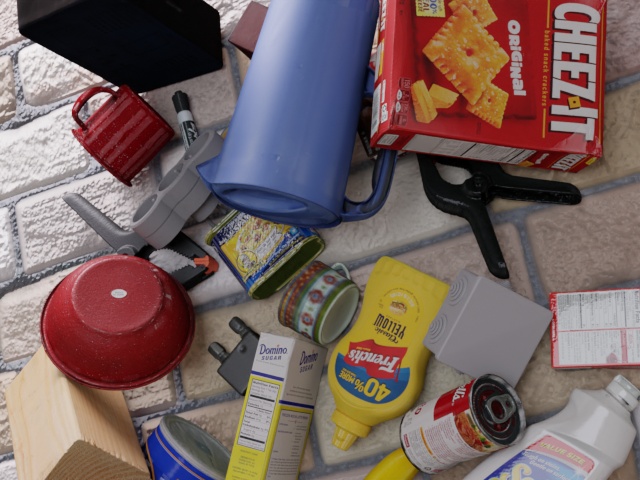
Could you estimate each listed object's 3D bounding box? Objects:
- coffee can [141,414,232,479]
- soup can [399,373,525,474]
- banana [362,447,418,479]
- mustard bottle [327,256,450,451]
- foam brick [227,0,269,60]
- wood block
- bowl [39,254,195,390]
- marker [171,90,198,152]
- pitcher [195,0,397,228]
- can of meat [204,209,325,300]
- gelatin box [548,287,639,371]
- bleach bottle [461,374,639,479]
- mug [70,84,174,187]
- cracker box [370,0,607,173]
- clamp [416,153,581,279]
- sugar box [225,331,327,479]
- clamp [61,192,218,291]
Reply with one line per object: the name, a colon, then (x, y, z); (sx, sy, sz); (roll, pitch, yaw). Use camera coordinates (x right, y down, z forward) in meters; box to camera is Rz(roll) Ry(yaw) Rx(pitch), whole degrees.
coffee can: (-0.160, 0.263, 1.086); (0.103, 0.102, 0.140); (39, 94, 24)
soup can: (0.130, 0.172, 0.989); (0.102, 0.068, 0.068); (-35, 64, 44)
banana: (0.048, 0.285, 1.034); (0.070, 0.037, 0.198); (14, 82, 25)
mustard bottle: (0.061, 0.119, 1.055); (0.096, 0.058, 0.191); (26, 89, 24)
foam brick: (-0.053, -0.217, 1.164); (0.051, 0.078, 0.053); (29, 90, 26)
wood block: (-0.252, 0.196, 1.088); (0.090, 0.090, 0.206); (-50, 30, 6)
bowl: (-0.208, 0.070, 1.094); (0.162, 0.055, 0.162); (5, 54, -6)
marker: (-0.148, -0.116, 1.211); (0.020, 0.020, 0.121); (-22, 71, 16)
pitcher: (-0.008, -0.137, 1.054); (0.145, 0.149, 0.243); (2, 73, 46)
can of meat: (-0.057, 0.001, 1.129); (0.102, 0.057, 0.084); (-42, 68, 8)
gelatin box: (0.261, 0.084, 0.998); (0.089, 0.030, 0.073); (-5, 75, 21)
bleach bottle: (0.193, 0.218, 0.979); (0.251, 0.068, 0.103); (-48, 67, 3)
mug: (-0.226, -0.127, 1.197); (0.081, 0.117, 0.093); (-45, 37, 2)
cracker box: (0.161, -0.162, 1.017); (0.213, 0.072, 0.164); (6, 79, -10)
clamp: (0.169, -0.052, 1.059); (0.120, 0.039, 0.172); (-34, 62, -13)
sugar box: (-0.046, 0.184, 1.064); (0.048, 0.093, 0.176); (8, 80, 22)
clamp: (-0.216, 0.016, 1.199); (0.210, 0.036, 0.164); (-7, 74, 18)
